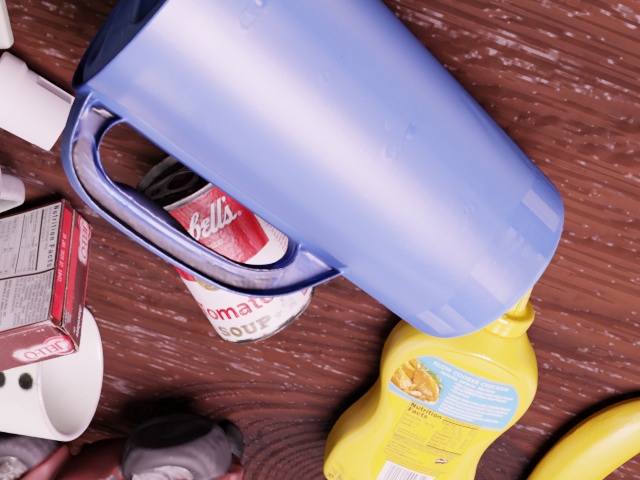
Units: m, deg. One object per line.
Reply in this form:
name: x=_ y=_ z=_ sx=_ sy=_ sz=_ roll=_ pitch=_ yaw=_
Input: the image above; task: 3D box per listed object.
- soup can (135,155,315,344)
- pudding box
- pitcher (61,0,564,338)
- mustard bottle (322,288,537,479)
soup can: x=-0.054 y=0.001 z=0.613 sx=0.069 sy=0.068 sz=0.102 roll=-20 pitch=120 yaw=17
pudding box: x=-0.194 y=0.032 z=0.632 sx=0.113 sy=0.090 sz=0.039 roll=-13 pitch=141 yaw=13
pitcher: x=0.001 y=-0.048 z=0.536 sx=0.242 sy=0.145 sz=0.149 roll=39 pitch=126 yaw=-22
mustard bottle: x=0.079 y=0.091 z=0.665 sx=0.096 sy=0.058 sz=0.192 roll=22 pitch=123 yaw=-7
